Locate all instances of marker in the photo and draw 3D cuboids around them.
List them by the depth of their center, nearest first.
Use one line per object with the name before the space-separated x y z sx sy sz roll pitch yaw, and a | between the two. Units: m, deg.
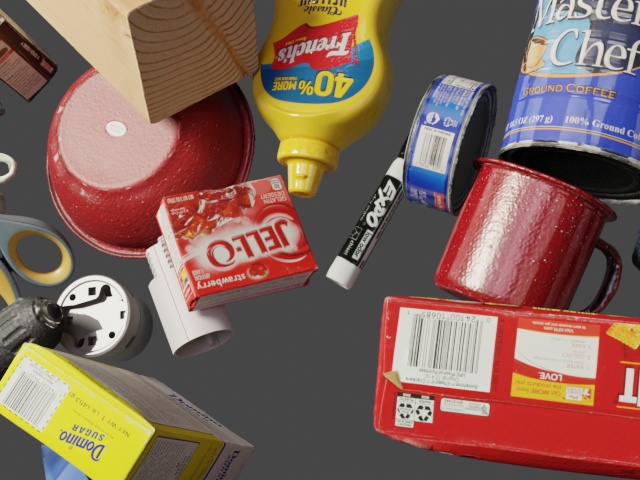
marker | 0.041 -0.024 0.710 0.020 0.020 0.121 28 85 19

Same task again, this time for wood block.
wood block | -0.139 -0.183 0.724 0.090 0.091 0.206 -31 54 -23

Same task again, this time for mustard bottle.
mustard bottle | 0.003 -0.122 0.725 0.096 0.058 0.191 6 78 18

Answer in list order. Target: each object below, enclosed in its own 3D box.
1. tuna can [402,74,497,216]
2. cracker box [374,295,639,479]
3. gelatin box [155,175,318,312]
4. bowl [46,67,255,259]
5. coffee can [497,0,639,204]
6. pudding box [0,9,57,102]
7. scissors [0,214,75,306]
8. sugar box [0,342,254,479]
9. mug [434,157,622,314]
tuna can | 0.082 -0.061 0.674 0.034 0.086 0.086 17 81 19
cracker box | 0.128 0.085 0.558 0.164 0.213 0.072 4 79 15
gelatin box | -0.054 0.001 0.702 0.089 0.030 0.073 -12 68 -24
bowl | -0.130 -0.071 0.748 0.162 0.055 0.162 -4 75 14
coffee can | 0.175 -0.104 0.653 0.103 0.102 0.140 13 80 17
pudding box | -0.255 -0.162 0.784 0.113 0.090 0.039 41 88 19
scissors | -0.231 -0.028 0.717 0.096 0.202 0.016 -19 29 -11
sugar box | -0.109 0.111 0.631 0.093 0.176 0.048 31 83 20
mug | 0.131 0.010 0.651 0.117 0.093 0.081 24 87 -18
